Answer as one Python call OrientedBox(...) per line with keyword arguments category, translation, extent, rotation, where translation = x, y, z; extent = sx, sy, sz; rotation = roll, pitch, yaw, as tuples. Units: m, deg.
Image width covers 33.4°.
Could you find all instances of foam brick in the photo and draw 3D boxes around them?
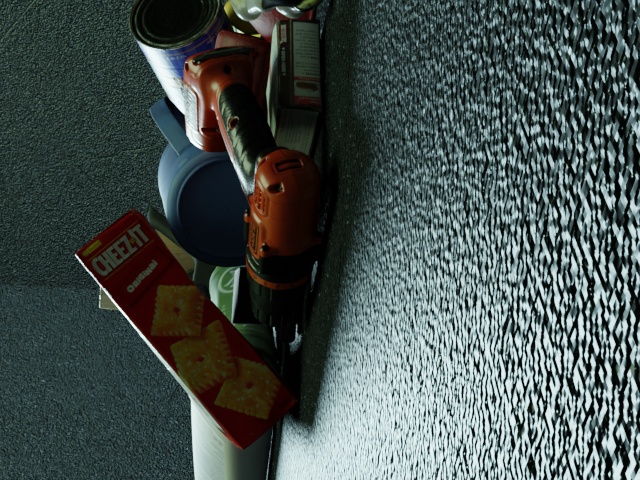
OrientedBox(category="foam brick", translation=(-0.054, 0.053, 0.990), extent=(0.078, 0.053, 0.051), rotation=(142, 131, -81))

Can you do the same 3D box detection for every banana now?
OrientedBox(category="banana", translation=(-0.062, -0.258, 1.152), extent=(0.198, 0.037, 0.069), rotation=(157, 113, -65))

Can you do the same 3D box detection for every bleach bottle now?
OrientedBox(category="bleach bottle", translation=(-0.102, 0.263, 1.160), extent=(0.103, 0.068, 0.251), rotation=(42, 137, 43))

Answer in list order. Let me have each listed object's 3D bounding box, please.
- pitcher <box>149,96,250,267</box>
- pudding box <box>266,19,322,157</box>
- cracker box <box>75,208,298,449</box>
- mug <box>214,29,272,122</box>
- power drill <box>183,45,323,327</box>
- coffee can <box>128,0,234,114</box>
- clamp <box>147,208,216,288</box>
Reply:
OrientedBox(category="pitcher", translation=(-0.101, -0.056, 1.035), extent=(0.243, 0.149, 0.145), rotation=(-126, 44, -78))
OrientedBox(category="pudding box", translation=(-0.023, -0.115, 0.886), extent=(0.113, 0.039, 0.090), rotation=(103, 166, -63))
OrientedBox(category="cracker box", translation=(-0.117, 0.080, 0.951), extent=(0.214, 0.072, 0.164), rotation=(50, 170, 1))
OrientedBox(category="mug", translation=(-0.072, -0.161, 1.057), extent=(0.117, 0.093, 0.081), rotation=(-55, -21, -78))
OrientedBox(category="power drill", translation=(-0.053, -0.045, 0.835), extent=(0.184, 0.057, 0.188), rotation=(101, 149, -50))
OrientedBox(category="coffee can", translation=(-0.141, -0.211, 1.192), extent=(0.140, 0.103, 0.103), rotation=(66, -160, -59))
OrientedBox(category="clamp", translation=(-0.110, 0.012, 1.299), extent=(0.210, 0.164, 0.036), rotation=(65, -173, 27))
